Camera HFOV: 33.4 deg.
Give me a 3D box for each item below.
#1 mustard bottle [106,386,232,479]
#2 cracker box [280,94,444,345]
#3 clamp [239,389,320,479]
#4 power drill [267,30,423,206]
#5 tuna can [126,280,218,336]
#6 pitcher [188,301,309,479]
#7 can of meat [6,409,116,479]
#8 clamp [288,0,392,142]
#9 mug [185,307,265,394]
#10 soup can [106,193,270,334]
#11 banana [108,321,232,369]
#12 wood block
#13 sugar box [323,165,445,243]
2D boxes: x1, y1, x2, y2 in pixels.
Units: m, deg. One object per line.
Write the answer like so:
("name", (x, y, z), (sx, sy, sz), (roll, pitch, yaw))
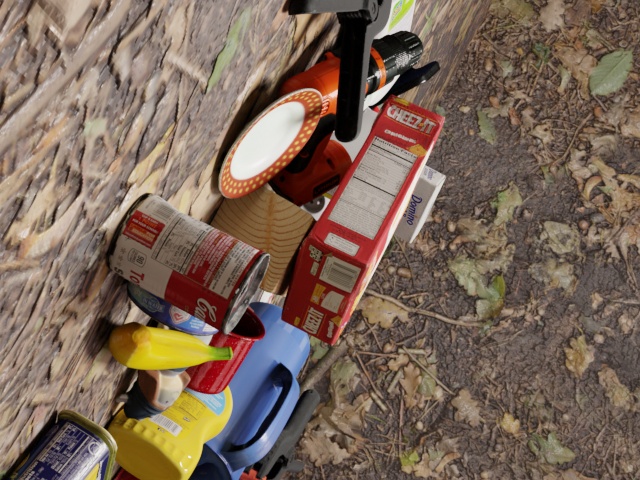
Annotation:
("mustard bottle", (-0.148, 0.180, 1.150), (0.058, 0.096, 0.191), (-63, 174, 32))
("cracker box", (0.042, -0.022, 1.107), (0.213, 0.072, 0.164), (-61, 174, -34))
("clamp", (-0.047, 0.256, 1.337), (0.171, 0.039, 0.120), (-18, 119, -70))
("power drill", (0.019, -0.130, 1.130), (0.184, 0.057, 0.188), (-28, 155, -31))
("tuna can", (-0.113, 0.041, 0.866), (0.034, 0.086, 0.086), (-62, 174, 14))
("pitcher", (-0.101, 0.188, 1.296), (0.242, 0.149, 0.145), (-54, 170, -42))
("can of meat", (-0.215, 0.201, 0.865), (0.083, 0.057, 0.102), (-53, 169, -43))
("clamp", (0.030, -0.220, 0.996), (0.164, 0.036, 0.210), (61, 41, -51))
("mug", (-0.122, 0.102, 1.136), (0.081, 0.093, 0.117), (-59, -148, 16))
("soup can", (-0.098, 0.016, 0.793), (0.068, 0.102, 0.068), (-61, 174, -11))
("banana", (-0.144, 0.091, 0.935), (0.197, 0.070, 0.037), (25, 51, -71))
("wood block", (-0.057, 0.002, 1.149), (0.091, 0.090, 0.206), (-61, 174, -2))
("sugar box", (0.061, -0.080, 1.356), (0.048, 0.176, 0.093), (-48, 165, -57))
